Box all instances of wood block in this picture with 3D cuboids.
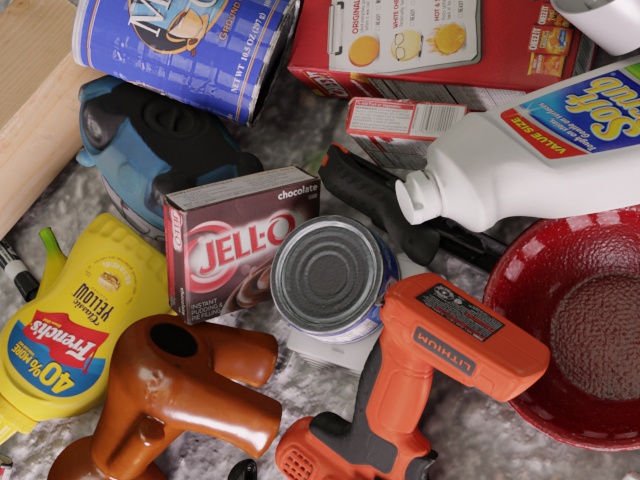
[{"bbox_3d":[-0.260,-0.104,0.898,0.091,0.090,0.206,38,85,27],"label":"wood block"}]

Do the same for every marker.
[{"bbox_3d":[-0.274,0.011,0.922,0.020,0.020,0.121,-47,63,5],"label":"marker"}]

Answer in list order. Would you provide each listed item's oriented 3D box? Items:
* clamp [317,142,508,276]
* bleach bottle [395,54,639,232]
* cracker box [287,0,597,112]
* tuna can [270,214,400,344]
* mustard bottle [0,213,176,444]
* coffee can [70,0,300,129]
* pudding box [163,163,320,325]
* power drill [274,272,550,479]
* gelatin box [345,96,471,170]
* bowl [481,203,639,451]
[{"bbox_3d":[0.052,-0.021,0.740,0.172,0.120,0.039,32,98,32],"label":"clamp"},{"bbox_3d":[0.171,-0.056,0.668,0.250,0.068,0.102,-19,55,-9],"label":"bleach bottle"},{"bbox_3d":[0.100,-0.181,0.788,0.214,0.072,0.164,9,78,26],"label":"cracker box"},{"bbox_3d":[0.009,0.026,0.730,0.086,0.033,0.086,-7,72,22],"label":"tuna can"},{"bbox_3d":[-0.192,0.078,0.825,0.096,0.058,0.191,38,81,9],"label":"mustard bottle"},{"bbox_3d":[-0.098,-0.155,0.789,0.140,0.103,0.103,21,83,0],"label":"coffee can"},{"bbox_3d":[-0.055,0.001,0.763,0.039,0.113,0.090,35,133,45],"label":"pudding box"},{"bbox_3d":[0.070,0.130,0.678,0.184,0.057,0.188,33,118,19],"label":"power drill"},{"bbox_3d":[0.071,-0.075,0.768,0.089,0.073,0.030,8,77,26],"label":"gelatin box"},{"bbox_3d":[0.188,0.057,0.689,0.162,0.055,0.162,-7,72,22],"label":"bowl"}]
